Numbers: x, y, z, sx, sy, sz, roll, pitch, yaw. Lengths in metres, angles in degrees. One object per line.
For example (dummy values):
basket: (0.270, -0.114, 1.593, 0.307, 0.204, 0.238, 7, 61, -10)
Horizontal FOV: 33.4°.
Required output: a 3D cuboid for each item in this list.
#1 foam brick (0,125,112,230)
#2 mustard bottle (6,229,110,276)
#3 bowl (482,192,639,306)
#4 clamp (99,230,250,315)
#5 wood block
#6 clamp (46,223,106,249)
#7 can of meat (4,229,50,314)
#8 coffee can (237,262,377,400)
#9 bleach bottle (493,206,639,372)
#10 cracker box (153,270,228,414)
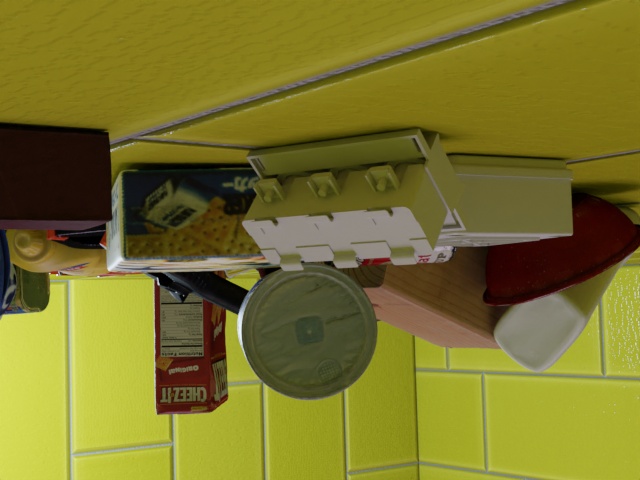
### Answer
foam brick: (-0.159, -0.033, 0.584, 0.078, 0.051, 0.053, 0, 175, -34)
mustard bottle: (-0.268, 0.005, 1.094, 0.096, 0.058, 0.191, 3, 177, 6)
bowl: (0.213, 0.000, 0.983, 0.162, 0.055, 0.162, -25, -172, 3)
clamp: (-0.137, 0.031, 1.011, 0.165, 0.036, 0.209, 10, 163, 44)
wood block: (0.097, 0.036, 1.035, 0.091, 0.090, 0.205, -3, 159, 43)
clamp: (-0.178, -0.012, 1.029, 0.120, 0.039, 0.171, -25, 161, 36)
can of meat: (-0.358, 0.037, 1.217, 0.084, 0.102, 0.057, -6, 176, 25)
coffee can: (-0.015, 0.071, 0.862, 0.102, 0.103, 0.140, -1, 177, -6)
bleach bottle: (0.270, 0.033, 1.095, 0.250, 0.068, 0.103, -37, 164, -49)
cracker box: (-0.148, 0.090, 1.256, 0.072, 0.214, 0.164, -2, 176, 2)
